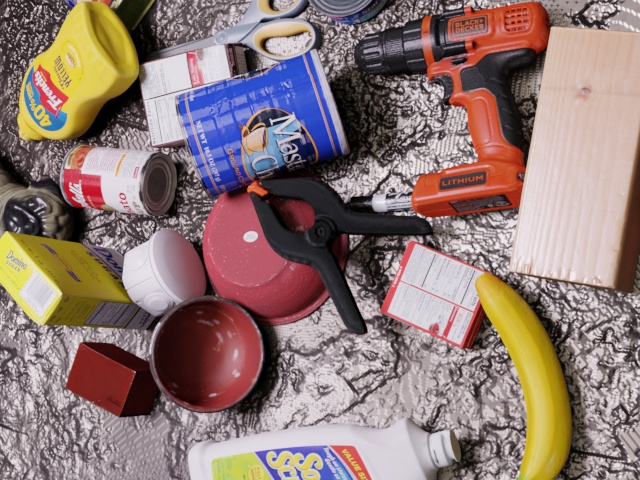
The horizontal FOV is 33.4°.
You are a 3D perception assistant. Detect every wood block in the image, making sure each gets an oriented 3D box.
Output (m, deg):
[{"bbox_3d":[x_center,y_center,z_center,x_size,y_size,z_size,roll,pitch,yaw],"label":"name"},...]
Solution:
[{"bbox_3d":[0.229,-0.065,0.898,0.091,0.090,0.206,10,89,26],"label":"wood block"}]

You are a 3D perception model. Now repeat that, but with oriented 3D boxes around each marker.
[{"bbox_3d":[0.081,-0.037,1.001,0.121,0.020,0.020,-5,83,24],"label":"marker"}]

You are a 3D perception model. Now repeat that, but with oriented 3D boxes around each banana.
[{"bbox_3d":[0.179,0.123,0.918,0.037,0.069,0.198,-28,67,61],"label":"banana"}]

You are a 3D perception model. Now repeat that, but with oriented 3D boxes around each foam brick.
[{"bbox_3d":[-0.212,0.143,1.100,0.078,0.051,0.053,23,95,25],"label":"foam brick"}]

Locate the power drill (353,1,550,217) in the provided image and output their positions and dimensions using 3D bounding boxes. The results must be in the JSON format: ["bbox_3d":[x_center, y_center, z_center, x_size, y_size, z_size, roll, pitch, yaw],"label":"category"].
[{"bbox_3d":[0.117,-0.118,0.961,0.185,0.057,0.187,-7,75,24],"label":"power drill"}]

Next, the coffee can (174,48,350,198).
[{"bbox_3d":[-0.054,-0.109,1.003,0.140,0.103,0.103,-18,77,2],"label":"coffee can"}]

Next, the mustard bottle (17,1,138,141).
[{"bbox_3d":[-0.270,-0.162,1.135,0.192,0.058,0.096,-36,77,40],"label":"mustard bottle"}]

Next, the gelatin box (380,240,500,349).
[{"bbox_3d":[0.109,0.049,0.974,0.089,0.030,0.073,23,93,25],"label":"gelatin box"}]

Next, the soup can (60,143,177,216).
[{"bbox_3d":[-0.209,-0.063,1.110,0.102,0.068,0.068,7,88,24],"label":"soup can"}]

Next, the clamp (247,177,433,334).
[{"bbox_3d":[0.014,-0.011,0.975,0.171,0.039,0.120,42,86,9],"label":"clamp"}]

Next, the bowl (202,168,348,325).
[{"bbox_3d":[-0.057,0.001,1.041,0.162,0.055,0.162,-3,83,24],"label":"bowl"}]

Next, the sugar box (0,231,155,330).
[{"bbox_3d":[-0.236,0.042,1.052,0.093,0.176,0.048,44,105,21],"label":"sugar box"}]

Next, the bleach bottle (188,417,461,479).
[{"bbox_3d":[0.005,0.210,0.989,0.251,0.068,0.102,-18,78,20],"label":"bleach bottle"}]

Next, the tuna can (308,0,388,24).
[{"bbox_3d":[0.028,-0.255,1.040,0.086,0.033,0.086,-3,83,24],"label":"tuna can"}]

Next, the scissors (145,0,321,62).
[{"bbox_3d":[-0.090,-0.226,1.100,0.202,0.016,0.096,8,90,25],"label":"scissors"}]

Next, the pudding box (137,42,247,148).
[{"bbox_3d":[-0.127,-0.147,1.091,0.114,0.039,0.090,-9,93,25],"label":"pudding box"}]

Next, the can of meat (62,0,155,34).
[{"bbox_3d":[-0.224,-0.277,1.146,0.084,0.057,0.102,42,103,19],"label":"can of meat"}]
